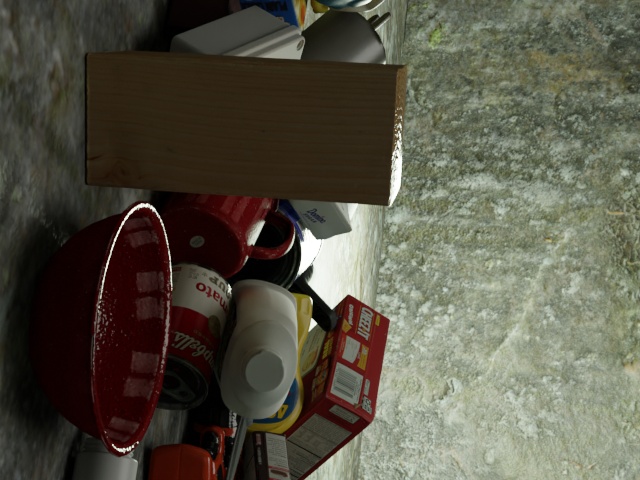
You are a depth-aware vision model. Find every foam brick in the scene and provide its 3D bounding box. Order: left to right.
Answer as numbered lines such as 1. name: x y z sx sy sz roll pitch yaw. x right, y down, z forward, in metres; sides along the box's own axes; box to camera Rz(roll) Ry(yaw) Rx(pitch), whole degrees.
1. foam brick: -0.096 -0.176 0.907 0.078 0.051 0.053 77 19 -65

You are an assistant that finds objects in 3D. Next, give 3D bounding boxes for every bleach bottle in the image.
1. bleach bottle: -0.050 0.086 0.870 0.251 0.068 0.102 170 -65 -84

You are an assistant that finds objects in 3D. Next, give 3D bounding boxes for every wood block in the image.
1. wood block: -0.048 -0.080 0.737 0.090 0.206 0.091 -52 145 -75

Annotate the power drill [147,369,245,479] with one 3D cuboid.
1. power drill: -0.108 0.201 0.985 0.187 0.057 0.184 -28 122 -81

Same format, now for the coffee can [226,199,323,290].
1. coffee can: -0.057 0.001 1.086 0.140 0.103 0.103 -44 138 -78

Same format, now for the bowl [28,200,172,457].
1. bowl: -0.142 0.053 0.678 0.162 0.055 0.162 4 90 -82

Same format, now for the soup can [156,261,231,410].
1. soup can: -0.113 0.075 0.854 0.102 0.068 0.068 -79 169 -45

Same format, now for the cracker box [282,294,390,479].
1. cracker box: -0.012 0.188 1.235 0.214 0.072 0.164 -48 -162 37

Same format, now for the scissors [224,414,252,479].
1. scissors: -0.067 0.172 1.015 0.201 0.016 0.096 -85 167 -45

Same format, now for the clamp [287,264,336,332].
1. clamp: -0.055 0.046 1.230 0.171 0.120 0.039 -112 -147 -54

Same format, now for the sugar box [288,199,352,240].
1. sugar box: -0.011 -0.098 1.068 0.093 0.048 0.176 56 25 -56

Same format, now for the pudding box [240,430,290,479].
1. pudding box: -0.063 0.262 1.071 0.090 0.039 0.114 -104 -152 -62

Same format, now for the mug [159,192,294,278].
1. mug: -0.079 -0.016 0.899 0.081 0.117 0.093 -69 -179 -49
